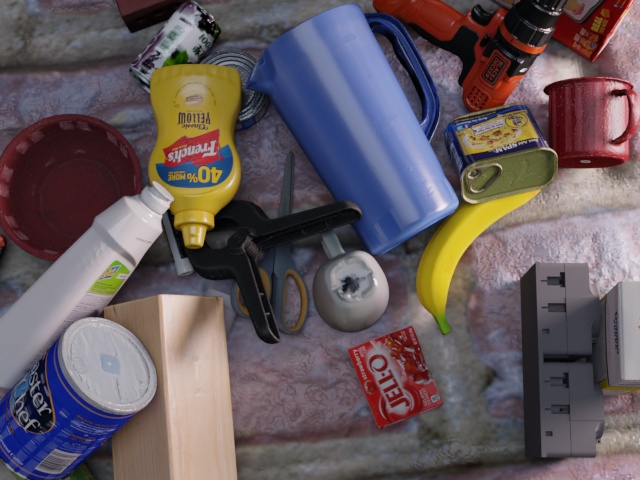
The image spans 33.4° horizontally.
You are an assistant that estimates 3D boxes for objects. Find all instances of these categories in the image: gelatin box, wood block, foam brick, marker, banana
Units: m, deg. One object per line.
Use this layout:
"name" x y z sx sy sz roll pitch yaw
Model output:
"gelatin box" 0.078 0.143 1.110 0.073 0.030 0.089 -21 78 -1
"wood block" -0.150 0.163 1.068 0.091 0.090 0.206 -14 77 41
"foam brick" -0.189 -0.276 1.194 0.078 0.053 0.051 -21 79 0
"marker" -0.163 -0.020 1.159 0.020 0.020 0.121 -18 79 -1
"banana" 0.156 0.001 1.134 0.069 0.037 0.198 35 84 -11

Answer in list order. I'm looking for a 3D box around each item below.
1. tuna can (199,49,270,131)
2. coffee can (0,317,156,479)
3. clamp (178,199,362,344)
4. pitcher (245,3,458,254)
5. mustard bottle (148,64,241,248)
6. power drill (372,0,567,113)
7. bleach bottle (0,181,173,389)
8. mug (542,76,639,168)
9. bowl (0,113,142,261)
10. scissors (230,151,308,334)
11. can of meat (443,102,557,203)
"tuna can" -0.098 -0.165 1.177 0.086 0.034 0.086 -1 79 2
"coffee can" -0.237 0.153 1.017 0.140 0.102 0.103 -43 78 30
"clamp" -0.076 0.016 1.085 0.210 0.036 0.164 11 63 37
"pitcher" 0.049 -0.117 1.112 0.149 0.144 0.243 -31 86 23
"mustard bottle" -0.130 -0.086 1.108 0.096 0.058 0.191 0 75 -3
"power drill" 0.155 -0.247 1.123 0.188 0.185 0.057 44 43 16
"bleach bottle" -0.238 0.042 1.080 0.068 0.102 0.251 45 98 12
"mug" 0.288 -0.122 1.113 0.093 0.117 0.081 5 83 -31
"bowl" -0.267 -0.052 1.152 0.162 0.055 0.162 -1 79 3
"scissors" -0.057 0.001 1.135 0.096 0.016 0.202 -2 78 -29
"can of meat" 0.186 -0.094 1.122 0.102 0.057 0.084 -13 46 -1
